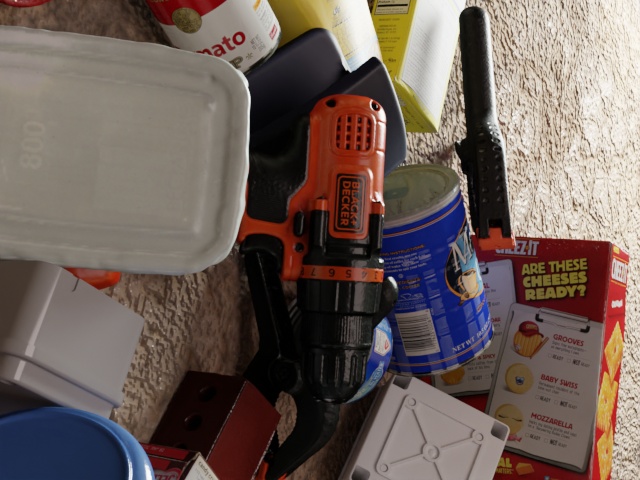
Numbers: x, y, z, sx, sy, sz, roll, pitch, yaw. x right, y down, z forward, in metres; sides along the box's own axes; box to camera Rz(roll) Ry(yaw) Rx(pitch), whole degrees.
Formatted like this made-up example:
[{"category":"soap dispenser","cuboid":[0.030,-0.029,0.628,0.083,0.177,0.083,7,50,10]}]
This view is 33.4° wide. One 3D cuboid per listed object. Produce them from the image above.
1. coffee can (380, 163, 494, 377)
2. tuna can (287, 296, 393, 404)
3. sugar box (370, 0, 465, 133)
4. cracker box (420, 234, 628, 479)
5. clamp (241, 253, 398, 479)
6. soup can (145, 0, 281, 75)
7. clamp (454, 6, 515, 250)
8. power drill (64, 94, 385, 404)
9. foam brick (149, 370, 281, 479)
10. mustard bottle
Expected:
[{"category":"coffee can","cuboid":[0.075,0.023,0.854,0.102,0.103,0.140,-42,124,-44]},{"category":"tuna can","cuboid":[0.009,0.077,0.783,0.033,0.086,0.086,32,66,-51]},{"category":"sugar box","cuboid":[0.082,-0.189,0.898,0.093,0.048,0.176,38,59,-56]},{"category":"cracker box","cuboid":[0.178,0.106,0.944,0.072,0.164,0.214,17,78,-59]},{"category":"clamp","cuboid":[-0.024,0.083,0.748,0.039,0.120,0.171,12,103,-55]},{"category":"soup can","cuboid":[-0.076,-0.157,0.671,0.068,0.069,0.102,-60,136,-32]},{"category":"clamp","cuboid":[0.135,-0.068,0.896,0.164,0.036,0.210,82,6,-55]},{"category":"power drill","cuboid":[-0.054,0.001,0.627,0.187,0.057,0.184,4,87,-10]},{"category":"foam brick","cuboid":[-0.071,0.132,0.704,0.051,0.053,0.078,53,51,-40]},{"category":"mustard bottle","cuboid":[0.008,-0.136,0.793,0.096,0.058,0.191,-46,126,-48]}]
